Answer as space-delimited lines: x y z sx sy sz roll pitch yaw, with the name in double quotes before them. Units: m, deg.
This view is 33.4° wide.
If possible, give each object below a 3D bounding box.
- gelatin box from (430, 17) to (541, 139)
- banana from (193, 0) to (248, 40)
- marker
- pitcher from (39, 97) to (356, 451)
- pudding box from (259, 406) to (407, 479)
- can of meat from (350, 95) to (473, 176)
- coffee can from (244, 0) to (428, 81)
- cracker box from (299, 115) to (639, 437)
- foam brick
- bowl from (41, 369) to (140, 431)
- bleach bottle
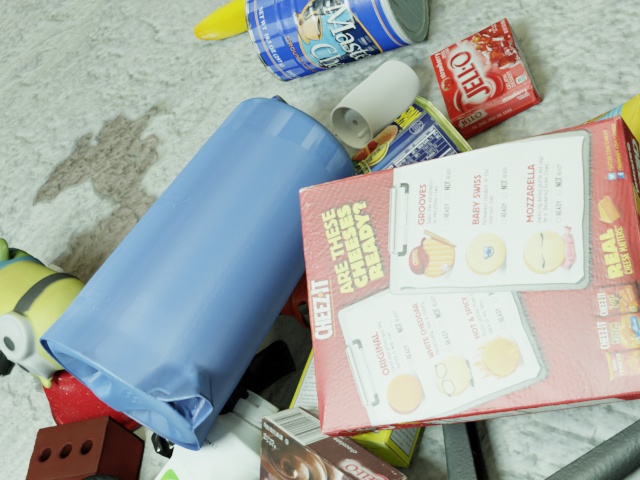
"gelatin box" 0.137 -0.136 0.892 0.073 0.030 0.089 -25 46 18
"banana" -0.047 -0.264 1.122 0.198 0.037 0.070 -35 27 6
"marker" -0.285 0.079 1.036 0.020 0.020 0.121 9 64 40
"pitcher" -0.086 0.016 0.775 0.149 0.145 0.242 31 69 7
"pudding box" 0.005 0.174 0.708 0.039 0.090 0.114 -12 26 -36
"can of meat" 0.069 -0.064 0.846 0.084 0.057 0.102 -41 10 6
"coffee can" 0.016 -0.214 0.986 0.141 0.102 0.102 -12 51 28
"cracker box" 0.101 0.029 0.670 0.214 0.072 0.164 -12 74 25
"foam brick" -0.191 0.180 0.867 0.078 0.051 0.053 -15 50 26
"bowl" -0.191 0.092 0.933 0.162 0.055 0.162 -20 48 23
"bleach bottle" -0.101 0.223 0.750 0.103 0.068 0.250 20 74 46
